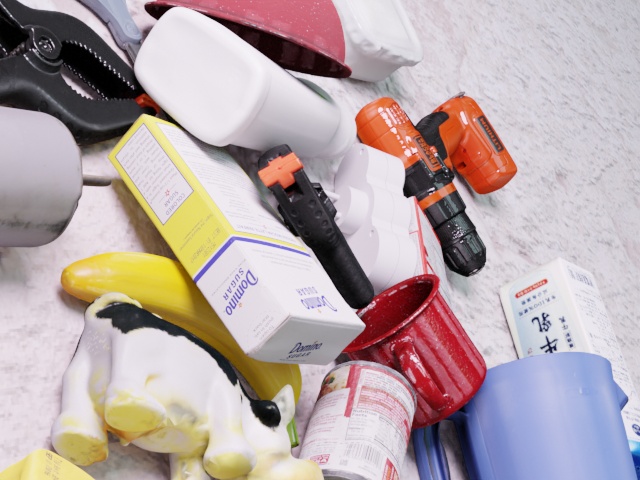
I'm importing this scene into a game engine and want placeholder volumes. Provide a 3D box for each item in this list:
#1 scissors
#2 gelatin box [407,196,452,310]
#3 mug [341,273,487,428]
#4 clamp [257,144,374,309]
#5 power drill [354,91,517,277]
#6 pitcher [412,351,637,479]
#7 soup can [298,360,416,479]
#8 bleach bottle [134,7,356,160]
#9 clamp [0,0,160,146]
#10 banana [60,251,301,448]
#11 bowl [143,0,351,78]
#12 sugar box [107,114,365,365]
[{"bbox_3d":[-0.155,-0.157,0.763,0.096,0.016,0.202,4,60,-51],"label":"scissors"},{"bbox_3d":[0.083,0.020,0.904,0.073,0.030,0.089,54,25,-49],"label":"gelatin box"},{"bbox_3d":[0.071,0.087,0.780,0.081,0.093,0.117,55,4,-13],"label":"mug"},{"bbox_3d":[-0.013,-0.027,0.762,0.120,0.039,0.171,53,-5,31],"label":"clamp"},{"bbox_3d":[0.126,-0.065,1.031,0.184,0.057,0.187,59,31,3],"label":"power drill"},{"bbox_3d":[0.173,0.215,0.798,0.144,0.149,0.243,38,37,-54],"label":"pitcher"},{"bbox_3d":[0.023,0.137,0.697,0.068,0.069,0.102,46,34,-19],"label":"soup can"},{"bbox_3d":[-0.030,-0.099,0.802,0.103,0.068,0.250,40,12,23],"label":"bleach bottle"},{"bbox_3d":[-0.187,-0.123,0.665,0.209,0.036,0.164,14,55,-51],"label":"clamp"},{"bbox_3d":[-0.073,0.054,0.668,0.197,0.037,0.069,40,34,-27],"label":"banana"},{"bbox_3d":[-0.046,-0.171,0.793,0.161,0.162,0.055,16,92,-47],"label":"bowl"},{"bbox_3d":[-0.055,0.001,0.679,0.093,0.048,0.176,16,34,-57],"label":"sugar box"}]
